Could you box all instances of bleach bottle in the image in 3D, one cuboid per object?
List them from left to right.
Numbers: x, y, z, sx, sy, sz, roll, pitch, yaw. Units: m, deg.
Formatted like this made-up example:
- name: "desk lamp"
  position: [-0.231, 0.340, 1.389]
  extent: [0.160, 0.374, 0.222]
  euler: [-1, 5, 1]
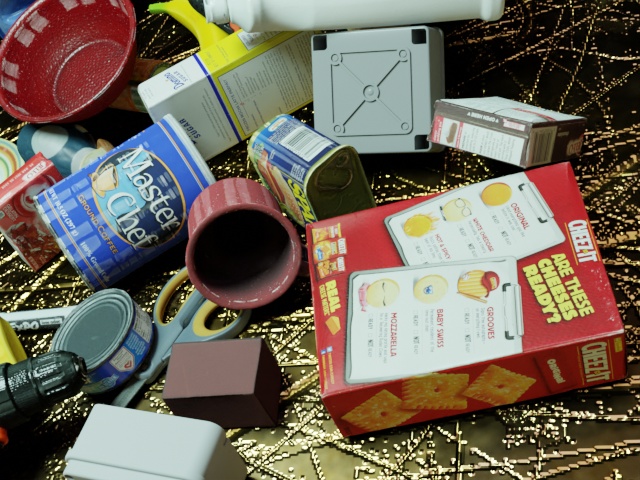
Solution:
- name: "bleach bottle"
  position: [0.025, -0.216, 0.924]
  extent: [0.250, 0.068, 0.102]
  euler: [-9, 30, -5]

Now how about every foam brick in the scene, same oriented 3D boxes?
- name: "foam brick"
  position: [-0.075, 0.111, 0.824]
  extent: [0.078, 0.053, 0.051]
  euler: [-5, 51, 16]

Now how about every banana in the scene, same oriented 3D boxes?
- name: "banana"
  position: [-0.120, -0.200, 1.108]
  extent: [0.069, 0.037, 0.198]
  euler: [-32, 48, 4]

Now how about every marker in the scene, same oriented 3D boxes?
- name: "marker"
  position: [-0.263, 0.071, 0.948]
  extent: [0.121, 0.020, 0.020]
  euler: [-5, 51, 16]

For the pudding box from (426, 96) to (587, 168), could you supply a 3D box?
- name: "pudding box"
  position: [0.155, -0.091, 0.875]
  extent: [0.090, 0.039, 0.113]
  euler: [19, 17, 32]

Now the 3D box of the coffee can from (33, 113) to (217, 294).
- name: "coffee can"
  position: [-0.165, -0.032, 0.941]
  extent: [0.140, 0.102, 0.103]
  euler: [-33, 49, -7]

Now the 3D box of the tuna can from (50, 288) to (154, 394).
- name: "tuna can"
  position: [-0.180, 0.084, 0.884]
  extent: [0.086, 0.033, 0.086]
  euler: [-22, 41, 21]

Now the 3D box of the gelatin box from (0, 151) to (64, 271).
- name: "gelatin box"
  position: [-0.259, -0.026, 0.979]
  extent: [0.073, 0.089, 0.030]
  euler: [-41, 50, -15]

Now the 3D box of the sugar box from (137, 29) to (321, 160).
- name: "sugar box"
  position: [-0.076, -0.146, 1.007]
  extent: [0.176, 0.093, 0.048]
  euler: [-27, 48, -3]

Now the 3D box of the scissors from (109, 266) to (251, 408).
- name: "scissors"
  position: [-0.123, 0.103, 0.873]
  extent: [0.096, 0.016, 0.201]
  euler: [6, 55, 24]

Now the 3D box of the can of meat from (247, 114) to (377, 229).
- name: "can of meat"
  position: [-0.007, -0.050, 0.899]
  extent: [0.057, 0.102, 0.084]
  euler: [-41, 48, -16]

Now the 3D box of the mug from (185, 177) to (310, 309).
- name: "mug"
  position: [-0.056, 0.001, 0.883]
  extent: [0.117, 0.093, 0.081]
  euler: [15, 20, -16]

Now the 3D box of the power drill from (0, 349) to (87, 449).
- name: "power drill"
  position: [-0.247, 0.186, 0.797]
  extent: [0.184, 0.057, 0.188]
  euler: [-21, 62, 3]

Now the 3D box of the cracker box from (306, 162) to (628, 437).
- name: "cracker box"
  position: [0.103, 0.044, 0.801]
  extent: [0.214, 0.072, 0.164]
  euler: [-13, 50, 9]

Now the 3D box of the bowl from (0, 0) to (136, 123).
- name: "bowl"
  position: [-0.239, -0.173, 1.047]
  extent: [0.162, 0.055, 0.162]
  euler: [-10, 63, 19]
